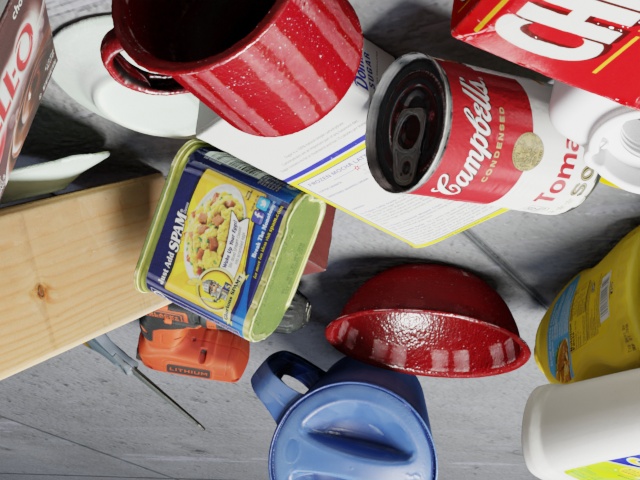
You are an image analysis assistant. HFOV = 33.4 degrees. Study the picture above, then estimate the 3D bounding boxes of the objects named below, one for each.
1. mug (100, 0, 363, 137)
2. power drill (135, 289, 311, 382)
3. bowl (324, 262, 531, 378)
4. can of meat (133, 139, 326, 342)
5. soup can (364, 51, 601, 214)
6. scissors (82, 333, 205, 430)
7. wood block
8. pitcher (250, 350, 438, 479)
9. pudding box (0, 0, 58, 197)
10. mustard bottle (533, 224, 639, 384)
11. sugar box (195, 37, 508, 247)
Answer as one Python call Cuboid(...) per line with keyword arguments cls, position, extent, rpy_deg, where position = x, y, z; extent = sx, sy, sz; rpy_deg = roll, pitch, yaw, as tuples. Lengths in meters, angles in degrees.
Cuboid(cls="mug", position=(-0.042, -0.093, 0.480), extent=(0.117, 0.093, 0.081), rpy_deg=(-20, 153, 19))
Cuboid(cls="power drill", position=(-0.101, 0.071, 0.947), extent=(0.184, 0.057, 0.188), rpy_deg=(12, 155, 3))
Cuboid(cls="bowl", position=(0.087, 0.060, 0.848), extent=(0.162, 0.055, 0.162), rpy_deg=(8, 157, 3))
Cuboid(cls="can of meat", position=(-0.054, 0.001, 0.650), extent=(0.084, 0.102, 0.057), rpy_deg=(25, -169, 20))
Cuboid(cls="soup can", position=(0.082, -0.050, 0.529), extent=(0.102, 0.068, 0.069), rpy_deg=(7, 161, -30))
Cuboid(cls="scissors", position=(-0.189, 0.102, 0.988), extent=(0.202, 0.016, 0.096), rpy_deg=(32, 155, 22))
Cuboid(cls="wood block", position=(-0.178, 0.020, 0.670), extent=(0.090, 0.091, 0.205), rpy_deg=(-10, -174, 25))
Cuboid(cls="pitcher", position=(0.029, 0.161, 0.940), extent=(0.145, 0.149, 0.242), rpy_deg=(-6, -177, 6))
Cuboid(cls="pudding box", position=(-0.171, -0.077, 0.534), extent=(0.039, 0.113, 0.090), rpy_deg=(12, 154, -1))
Cuboid(cls="mustard bottle", position=(0.200, 0.063, 0.761), extent=(0.058, 0.096, 0.192), rpy_deg=(12, 157, -8))
Cuboid(cls="sugar box", position=(0.028, -0.057, 0.597), extent=(0.176, 0.048, 0.094), rpy_deg=(29, 141, -35))
